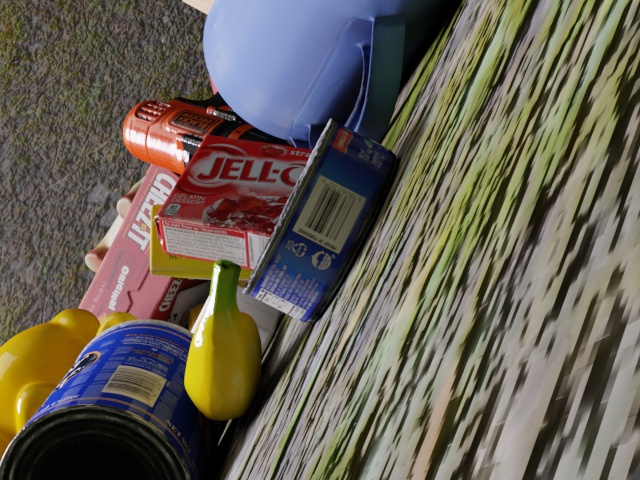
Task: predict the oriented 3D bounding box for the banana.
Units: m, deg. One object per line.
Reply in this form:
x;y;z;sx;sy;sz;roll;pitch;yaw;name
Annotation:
-0.047;0.062;0.565;0.198;0.037;0.069;111;178;-78;banana

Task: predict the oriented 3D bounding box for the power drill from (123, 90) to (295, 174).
-0.025;-0.100;0.783;0.187;0.185;0.057;-46;-37;-35;power drill

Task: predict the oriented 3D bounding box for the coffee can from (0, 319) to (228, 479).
-0.110;0.114;0.605;0.103;0.103;0.140;-62;4;13;coffee can

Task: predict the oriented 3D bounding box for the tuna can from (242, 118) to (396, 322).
0.000;-0.008;0.465;0.086;0.033;0.086;-63;3;6;tuna can

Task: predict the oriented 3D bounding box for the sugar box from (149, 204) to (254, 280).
-0.055;0.001;0.674;0.176;0.093;0.048;-165;75;-85;sugar box

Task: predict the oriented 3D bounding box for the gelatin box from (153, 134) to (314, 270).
-0.032;-0.020;0.559;0.073;0.089;0.030;-66;-20;-45;gelatin box

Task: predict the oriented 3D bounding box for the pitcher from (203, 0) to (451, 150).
0.019;-0.147;0.611;0.145;0.149;0.243;-49;1;-21;pitcher

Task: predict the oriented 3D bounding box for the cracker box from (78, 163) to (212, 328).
-0.101;0.016;0.909;0.164;0.072;0.213;-62;-19;12;cracker box
